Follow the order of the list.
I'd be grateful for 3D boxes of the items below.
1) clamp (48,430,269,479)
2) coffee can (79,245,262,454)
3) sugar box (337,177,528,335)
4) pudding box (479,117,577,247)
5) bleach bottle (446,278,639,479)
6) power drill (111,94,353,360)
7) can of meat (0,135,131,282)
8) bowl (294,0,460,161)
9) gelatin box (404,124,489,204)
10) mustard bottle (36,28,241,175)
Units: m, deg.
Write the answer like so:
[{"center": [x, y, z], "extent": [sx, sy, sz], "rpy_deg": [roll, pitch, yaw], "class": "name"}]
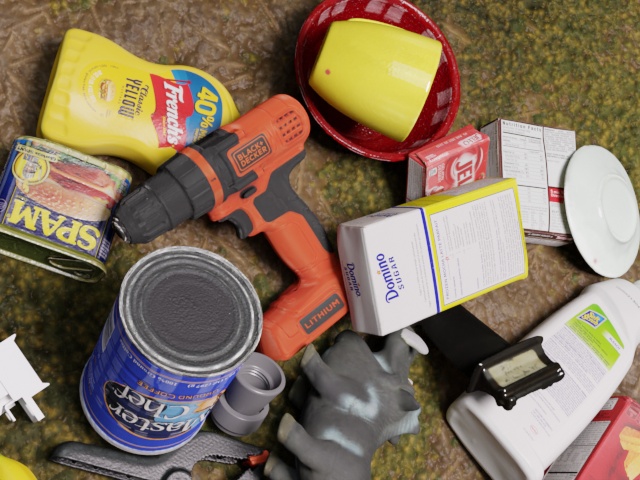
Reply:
[{"center": [-0.122, 0.186, 0.824], "extent": [0.171, 0.039, 0.120], "rpy_deg": [-23, 87, -33], "class": "clamp"}, {"center": [-0.113, 0.083, 0.782], "extent": [0.102, 0.140, 0.103], "rpy_deg": [12, 54, -17], "class": "coffee can"}, {"center": [0.097, 0.010, 0.901], "extent": [0.175, 0.048, 0.093], "rpy_deg": [-16, 102, -32], "class": "sugar box"}, {"center": [0.199, -0.055, 1.015], "extent": [0.089, 0.039, 0.113], "rpy_deg": [6, 73, -22], "class": "pudding box"}, {"center": [0.233, 0.116, 0.971], "extent": [0.250, 0.068, 0.102], "rpy_deg": [-34, 78, -27], "class": "bleach bottle"}, {"center": [-0.056, 0.001, 0.854], "extent": [0.184, 0.057, 0.187], "rpy_deg": [-36, 114, -23], "class": "power drill"}, {"center": [-0.205, -0.025, 0.831], "extent": [0.102, 0.058, 0.084], "rpy_deg": [21, 67, -17], "class": "can of meat"}, {"center": [0.043, -0.142, 0.962], "extent": [0.161, 0.055, 0.162], "rpy_deg": [5, 75, -21], "class": "bowl"}, {"center": [0.113, -0.050, 0.953], "extent": [0.073, 0.089, 0.030], "rpy_deg": [-25, 47, -26], "class": "gelatin box"}, {"center": [-0.129, -0.100, 0.879], "extent": [0.191, 0.058, 0.096], "rpy_deg": [16, 73, -19], "class": "mustard bottle"}]
